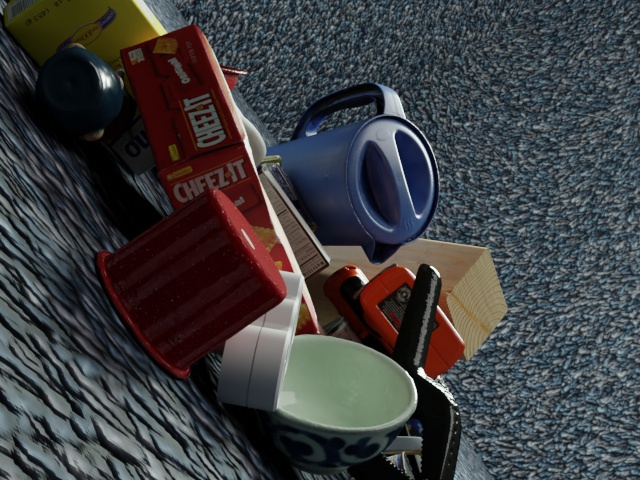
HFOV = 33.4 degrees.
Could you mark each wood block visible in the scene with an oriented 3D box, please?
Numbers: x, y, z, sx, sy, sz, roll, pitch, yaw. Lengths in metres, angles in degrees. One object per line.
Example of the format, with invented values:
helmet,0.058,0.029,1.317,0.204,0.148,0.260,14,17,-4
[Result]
wood block,0.087,0.055,1.177,0.206,0.090,0.091,9,-47,41

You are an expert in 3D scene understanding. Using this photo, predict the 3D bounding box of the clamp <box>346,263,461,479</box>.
clamp,0.039,0.124,0.809,0.036,0.165,0.210,55,14,-44

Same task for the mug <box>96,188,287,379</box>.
mug,-0.074,0.022,0.652,0.093,0.081,0.117,56,4,-3

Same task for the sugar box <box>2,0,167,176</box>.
sugar box,-0.161,-0.139,0.854,0.176,0.093,0.048,52,9,-38

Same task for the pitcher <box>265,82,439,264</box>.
pitcher,-0.001,-0.064,1.145,0.243,0.149,0.145,-4,-55,48

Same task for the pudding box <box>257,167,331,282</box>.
pudding box,-0.057,0.001,1.005,0.113,0.090,0.039,55,4,-4

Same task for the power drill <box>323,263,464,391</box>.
power drill,0.079,0.098,1.041,0.184,0.057,0.188,50,-12,1

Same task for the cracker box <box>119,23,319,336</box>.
cracker box,-0.076,-0.035,0.831,0.164,0.072,0.213,-115,-175,-45

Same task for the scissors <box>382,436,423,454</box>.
scissors,0.018,0.174,0.908,0.201,0.096,0.016,13,69,-43
